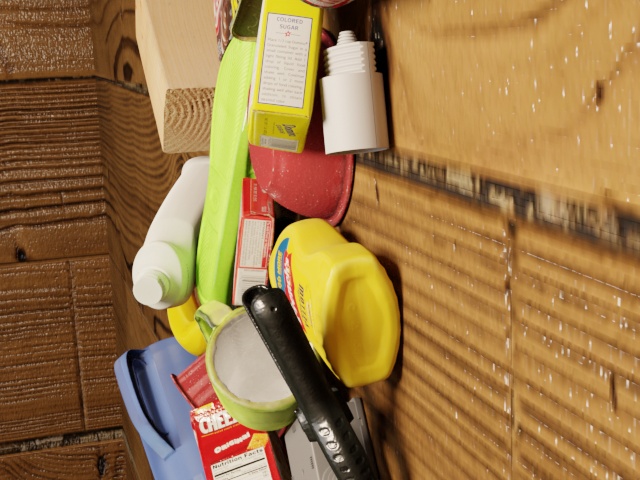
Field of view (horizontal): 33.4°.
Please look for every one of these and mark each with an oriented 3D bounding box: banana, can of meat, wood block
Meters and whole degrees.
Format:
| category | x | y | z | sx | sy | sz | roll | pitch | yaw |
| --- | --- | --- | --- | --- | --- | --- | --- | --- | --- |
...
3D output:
| category | x | y | z | sx | sy | sz | roll | pitch | yaw |
| --- | --- | --- | --- | --- | --- | --- | --- | --- | --- |
| banana | -0.134 | 0.083 | 1.133 | 0.198 | 0.037 | 0.069 | -165 | 84 | -70 |
| can of meat | -0.046 | -0.228 | 0.889 | 0.102 | 0.057 | 0.084 | 124 | 141 | -65 |
| wood block | -0.146 | -0.199 | 1.182 | 0.090 | 0.090 | 0.206 | 101 | 157 | -45 |

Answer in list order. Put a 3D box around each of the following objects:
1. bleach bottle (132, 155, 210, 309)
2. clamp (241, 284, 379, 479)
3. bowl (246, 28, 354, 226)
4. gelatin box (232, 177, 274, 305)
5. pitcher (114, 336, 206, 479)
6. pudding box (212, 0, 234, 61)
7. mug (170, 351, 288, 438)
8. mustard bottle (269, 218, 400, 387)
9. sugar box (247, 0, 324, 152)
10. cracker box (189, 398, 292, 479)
| category | x | y | z | sx | sy | sz | roll | pitch | yaw |
| --- | --- | --- | --- | --- | --- | --- | --- | --- | --- |
| bleach bottle | -0.139 | -0.005 | 1.090 | 0.250 | 0.068 | 0.102 | -66 | -23 | -68 |
| clamp | -0.002 | 0.118 | 0.767 | 0.210 | 0.036 | 0.165 | 63 | 175 | -8 |
| bowl | -0.023 | -0.088 | 0.858 | 0.162 | 0.055 | 0.162 | 174 | 90 | -74 |
| gelatin box | -0.056 | 0.001 | 0.907 | 0.073 | 0.030 | 0.089 | -95 | 12 | -62 |
| pitcher | -0.161 | 0.239 | 1.298 | 0.243 | 0.149 | 0.145 | -117 | 26 | -44 |
| pudding box | -0.079 | -0.233 | 1.031 | 0.114 | 0.039 | 0.090 | 145 | 119 | -72 |
| mug | -0.077 | 0.148 | 1.036 | 0.117 | 0.081 | 0.093 | 49 | 175 | 2 |
| mustard bottle | 0.001 | 0.034 | 0.808 | 0.192 | 0.058 | 0.096 | -140 | 39 | -69 |
| sugar box | -0.020 | -0.159 | 0.759 | 0.093 | 0.048 | 0.176 | 118 | 161 | -79 |
| cracker box | -0.045 | 0.263 | 0.936 | 0.164 | 0.072 | 0.214 | 71 | 178 | -49 |
